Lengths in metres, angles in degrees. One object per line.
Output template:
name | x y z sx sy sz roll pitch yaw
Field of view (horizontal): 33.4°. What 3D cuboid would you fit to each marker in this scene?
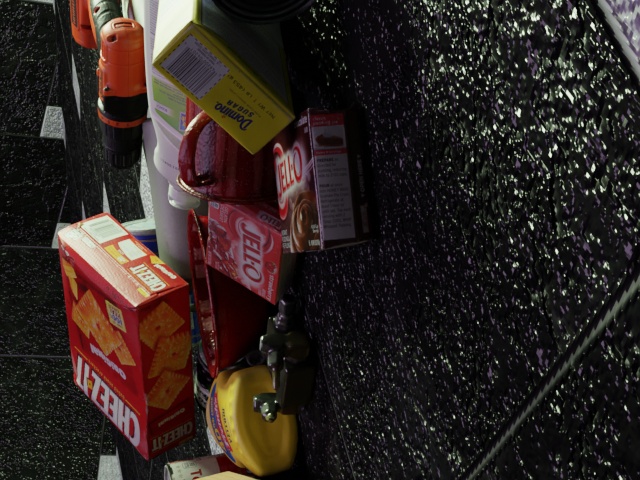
marker | -0.080 0.086 1.077 0.121 0.020 0.020 -125 31 -57

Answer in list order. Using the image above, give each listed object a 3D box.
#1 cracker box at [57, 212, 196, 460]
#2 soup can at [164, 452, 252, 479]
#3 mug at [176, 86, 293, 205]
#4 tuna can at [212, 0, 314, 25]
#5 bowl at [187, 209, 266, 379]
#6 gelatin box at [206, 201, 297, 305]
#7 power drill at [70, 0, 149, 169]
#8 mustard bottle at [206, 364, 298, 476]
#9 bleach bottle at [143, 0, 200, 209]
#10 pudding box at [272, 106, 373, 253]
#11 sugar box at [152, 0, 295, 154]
cracker box | -0.207 0.102 1.134 0.164 0.072 0.214 36 136 38
soup can | -0.103 0.251 1.086 0.069 0.102 0.068 172 90 -74
mug | -0.070 -0.078 0.812 0.093 0.117 0.081 18 117 28
tuna can | -0.037 -0.185 0.687 0.034 0.086 0.086 -113 22 -47
bowl | -0.086 0.047 1.004 0.162 0.055 0.162 172 90 -78
gelatin box | -0.056 0.001 0.869 0.073 0.030 0.089 30 141 17
power drill | -0.227 -0.195 1.160 0.185 0.057 0.188 104 150 -44
mustard bottle | -0.073 0.170 1.023 0.192 0.058 0.096 154 101 -73
bleach bottle | -0.111 -0.145 0.906 0.103 0.067 0.251 30 126 30
pudding box | -0.002 -0.038 0.718 0.114 0.039 0.090 173 91 -73
sugar box | -0.068 -0.139 0.740 0.093 0.048 0.176 42 -163 -26
